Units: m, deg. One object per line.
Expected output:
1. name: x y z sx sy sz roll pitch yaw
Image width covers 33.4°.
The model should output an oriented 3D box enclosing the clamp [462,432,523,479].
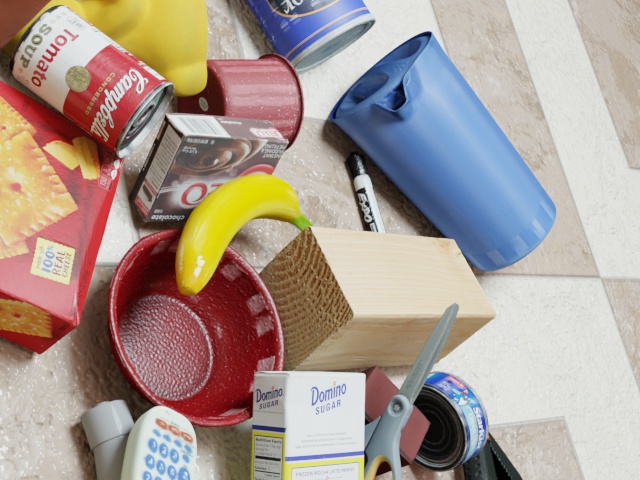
1. clamp: 0.186 0.273 0.998 0.164 0.036 0.210 21 44 -53

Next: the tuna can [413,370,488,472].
1. tuna can: 0.106 0.163 0.960 0.033 0.086 0.086 -20 81 -46

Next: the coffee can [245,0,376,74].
1. coffee can: -0.024 -0.252 1.068 0.102 0.103 0.140 -31 89 -48

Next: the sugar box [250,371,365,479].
1. sugar box: -0.010 0.190 0.824 0.093 0.048 0.176 9 78 -48

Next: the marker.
1. marker: 0.049 -0.034 1.072 0.020 0.020 0.121 2 66 -43

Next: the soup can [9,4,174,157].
1. soup can: -0.169 -0.118 0.789 0.102 0.069 0.068 37 44 1

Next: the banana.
1. banana: -0.064 -0.015 0.859 0.069 0.037 0.197 55 33 5

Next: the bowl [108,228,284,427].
1. bowl: -0.107 0.075 0.835 0.161 0.055 0.162 22 53 -33

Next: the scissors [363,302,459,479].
1. scissors: 0.046 0.140 0.875 0.016 0.096 0.202 26 77 -56

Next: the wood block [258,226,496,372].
1. wood block: 0.049 0.054 0.942 0.205 0.090 0.091 4 50 -49

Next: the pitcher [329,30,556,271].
1. pitcher: 0.134 -0.090 1.116 0.242 0.145 0.149 48 55 -16

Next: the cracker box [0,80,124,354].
1. cracker box: -0.255 -0.040 0.751 0.213 0.072 0.164 30 48 -27

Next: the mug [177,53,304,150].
1. mug: -0.075 -0.110 0.959 0.081 0.093 0.117 -8 109 -40

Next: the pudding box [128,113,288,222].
1. pudding box: -0.093 -0.059 0.898 0.113 0.090 0.039 1 38 -41

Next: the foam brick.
1. foam brick: 0.046 0.158 0.932 0.078 0.053 0.051 47 43 -13
